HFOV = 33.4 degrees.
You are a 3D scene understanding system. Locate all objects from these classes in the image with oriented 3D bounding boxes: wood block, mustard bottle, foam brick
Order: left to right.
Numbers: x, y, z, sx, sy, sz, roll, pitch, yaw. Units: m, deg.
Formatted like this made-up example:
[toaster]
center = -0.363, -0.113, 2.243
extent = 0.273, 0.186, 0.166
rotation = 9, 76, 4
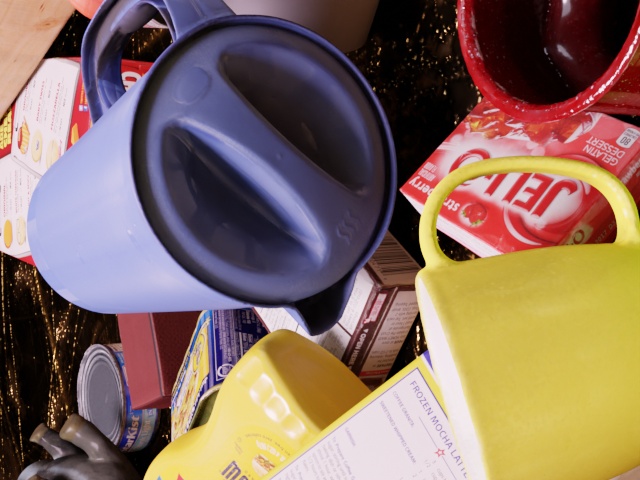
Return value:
[wood block]
center = -0.261, -0.173, 0.806
extent = 0.207, 0.090, 0.091
rotation = -34, 58, 50
[foam brick]
center = -0.101, 0.073, 0.732
extent = 0.051, 0.052, 0.078
rotation = -33, 63, 50
[mustard bottle]
center = -0.044, 0.139, 0.572
extent = 0.096, 0.058, 0.192
rotation = 44, 122, 5

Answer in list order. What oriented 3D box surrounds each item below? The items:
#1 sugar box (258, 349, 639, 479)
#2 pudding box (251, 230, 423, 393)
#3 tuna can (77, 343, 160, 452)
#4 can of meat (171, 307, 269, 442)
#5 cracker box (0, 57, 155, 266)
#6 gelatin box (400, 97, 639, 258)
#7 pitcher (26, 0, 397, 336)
[sugar box]
center = 0.054, 0.100, 0.449
extent = 0.176, 0.048, 0.093
rotation = -37, 54, 10
[pudding box]
center = 0.004, 0.025, 0.593
extent = 0.114, 0.039, 0.090
rotation = 53, 132, 44
[tuna can]
center = -0.157, 0.122, 0.828
extent = 0.086, 0.033, 0.086
rotation = 1, 92, 55
[can of meat]
center = -0.057, 0.099, 0.645
extent = 0.084, 0.057, 0.102
rotation = -102, 31, -55
[cracker box]
center = -0.197, -0.062, 0.850
extent = 0.214, 0.071, 0.164
rotation = 13, 99, 55
[gelatin box]
center = 0.088, -0.025, 0.447
extent = 0.073, 0.030, 0.089
rotation = -48, 41, -4
[pitcher]
center = -0.080, -0.032, 0.570
extent = 0.243, 0.144, 0.149
rotation = -14, 58, 60
